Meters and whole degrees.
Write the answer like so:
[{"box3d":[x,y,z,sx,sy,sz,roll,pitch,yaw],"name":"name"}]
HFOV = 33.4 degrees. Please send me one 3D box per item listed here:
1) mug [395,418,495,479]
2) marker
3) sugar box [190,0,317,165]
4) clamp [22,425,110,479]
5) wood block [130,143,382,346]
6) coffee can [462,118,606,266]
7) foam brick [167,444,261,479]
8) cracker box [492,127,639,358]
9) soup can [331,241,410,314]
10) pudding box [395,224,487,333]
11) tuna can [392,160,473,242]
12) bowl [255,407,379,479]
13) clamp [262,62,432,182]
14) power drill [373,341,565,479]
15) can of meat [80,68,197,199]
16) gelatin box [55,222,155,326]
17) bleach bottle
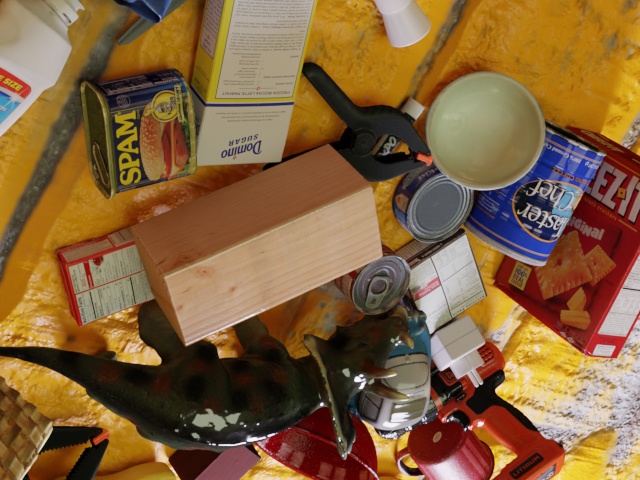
[{"box3d":[0.150,0.269,1.340,0.117,0.093,0.081,-17,130,24],"name":"mug"},{"box3d":[0.064,-0.093,1.098,0.020,0.020,0.121,30,100,-40],"name":"marker"},{"box3d":[-0.065,-0.153,0.955,0.093,0.048,0.176,-5,129,-30],"name":"sugar box"},{"box3d":[-0.304,0.239,1.041,0.209,0.036,0.164,-40,99,-22],"name":"clamp"},{"box3d":[-0.056,0.002,0.989,0.206,0.091,0.090,-24,131,-16],"name":"wood block"},{"box3d":[0.233,-0.057,1.171,0.102,0.103,0.140,14,109,-37],"name":"coffee can"},{"box3d":[-0.116,0.240,1.170,0.078,0.053,0.051,-43,131,-1],"name":"foam brick"},{"box3d":[0.307,0.002,1.213,0.071,0.164,0.214,7,114,-37],"name":"cracker box"},{"box3d":[0.037,0.022,1.097,0.068,0.102,0.068,-16,125,-24],"name":"soup can"},{"box3d":[0.134,0.042,1.214,0.090,0.039,0.113,-33,132,-10],"name":"pudding box"},{"box3d":[0.121,-0.043,1.156,0.086,0.034,0.086,-15,125,-23],"name":"tuna can"},{"box3d":[0.001,0.219,1.189,0.162,0.162,0.055,52,54,-41],"name":"bowl"},{"box3d":[0.034,-0.110,1.048,0.171,0.039,0.120,2,121,-23],"name":"clamp"},{"box3d":[0.180,0.226,1.260,0.184,0.188,0.057,-32,148,-13],"name":"power drill"},{"box3d":[-0.158,-0.096,0.935,0.083,0.058,0.102,-16,125,-26],"name":"can of meat"},{"box3d":[-0.198,0.032,1.006,0.089,0.030,0.073,-20,128,-21],"name":"gelatin box"},{"box3d":[-0.292,-0.114,0.837,0.251,0.068,0.102,-44,132,-4],"name":"bleach bottle"}]
